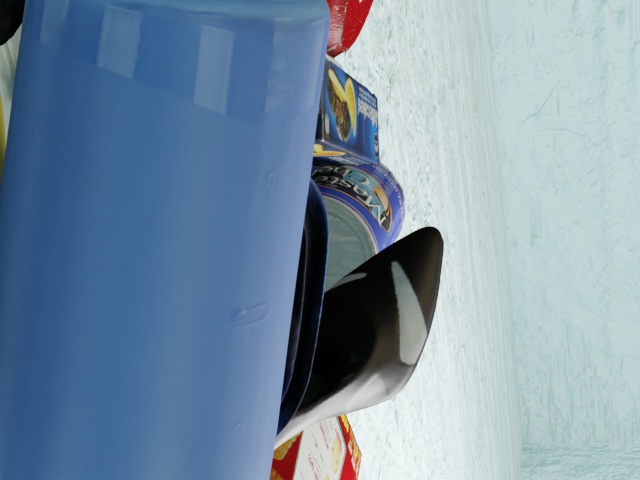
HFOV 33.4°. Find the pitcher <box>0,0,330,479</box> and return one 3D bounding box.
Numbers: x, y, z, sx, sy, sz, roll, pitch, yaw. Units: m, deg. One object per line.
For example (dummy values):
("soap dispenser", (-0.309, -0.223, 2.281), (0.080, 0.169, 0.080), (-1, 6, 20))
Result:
("pitcher", (-0.062, 0.010, 0.431), (0.149, 0.145, 0.243), (-91, -168, -68))
